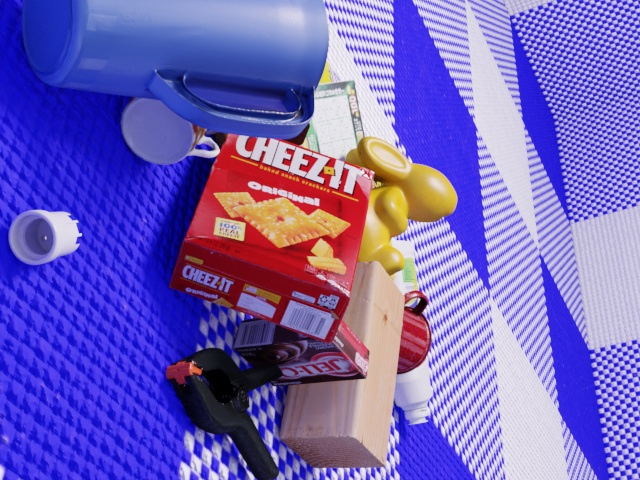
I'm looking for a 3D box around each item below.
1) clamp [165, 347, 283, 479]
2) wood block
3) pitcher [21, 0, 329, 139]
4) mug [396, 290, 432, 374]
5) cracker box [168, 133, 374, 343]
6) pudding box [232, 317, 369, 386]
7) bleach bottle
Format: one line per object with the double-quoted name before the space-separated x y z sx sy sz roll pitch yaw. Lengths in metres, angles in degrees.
"clamp" -0.083 0.142 1.007 0.171 0.039 0.120 52 28 -44
"wood block" 0.028 0.136 1.171 0.090 0.090 0.206 51 40 -48
"pitcher" -0.118 -0.169 0.905 0.242 0.149 0.145 -2 104 -39
"mug" 0.094 0.112 1.383 0.093 0.117 0.081 48 10 34
"cracker box" -0.041 -0.015 1.055 0.213 0.164 0.072 -76 -173 -52
"pudding box" -0.018 0.111 1.087 0.090 0.114 0.039 51 41 -45
"bleach bottle" 0.113 0.129 1.487 0.102 0.068 0.251 6 72 -67
